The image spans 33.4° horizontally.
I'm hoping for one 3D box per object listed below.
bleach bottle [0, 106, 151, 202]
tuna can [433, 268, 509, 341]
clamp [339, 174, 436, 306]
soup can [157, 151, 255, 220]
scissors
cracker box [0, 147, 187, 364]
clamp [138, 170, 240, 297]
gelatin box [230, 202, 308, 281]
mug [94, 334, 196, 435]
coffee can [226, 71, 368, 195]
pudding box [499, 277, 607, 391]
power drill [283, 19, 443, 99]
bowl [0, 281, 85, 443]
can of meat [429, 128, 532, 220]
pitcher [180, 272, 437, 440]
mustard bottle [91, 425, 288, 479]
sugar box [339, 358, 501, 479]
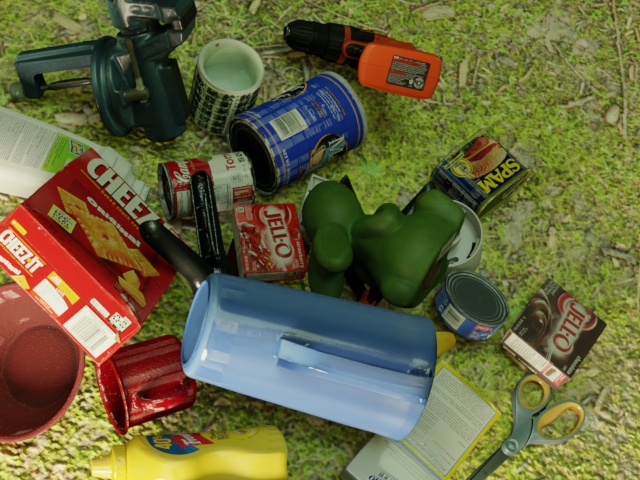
[{"bbox_3d":[-0.320,-0.085,1.218,0.250,0.068,0.102,20,60,-6],"label":"bleach bottle"},{"bbox_3d":[0.177,0.076,1.254,0.086,0.034,0.086,19,39,-17],"label":"tuna can"},{"bbox_3d":[0.078,-0.002,1.264,0.120,0.039,0.171,-5,70,20],"label":"clamp"},{"bbox_3d":[-0.133,-0.065,1.249,0.102,0.069,0.068,-10,65,-19],"label":"soup can"},{"bbox_3d":[0.211,0.215,1.214,0.201,0.016,0.096,-18,66,-23],"label":"scissors"},{"bbox_3d":[-0.230,0.007,1.091,0.164,0.072,0.213,47,19,-10],"label":"cracker box"},{"bbox_3d":[-0.122,0.039,1.149,0.210,0.036,0.164,69,23,-10],"label":"clamp"},{"bbox_3d":[-0.058,0.001,1.192,0.073,0.030,0.089,-3,62,-16],"label":"gelatin box"},{"bbox_3d":[-0.175,0.148,1.101,0.081,0.117,0.093,-15,105,-26],"label":"mug"},{"bbox_3d":[-0.028,-0.131,1.291,0.140,0.103,0.103,-31,73,-26],"label":"coffee can"},{"bbox_3d":[0.276,0.110,1.266,0.090,0.039,0.113,39,52,9],"label":"pudding box"},{"bbox_3d":[0.058,-0.232,1.334,0.184,0.057,0.188,7,18,-19],"label":"power drill"},{"bbox_3d":[-0.300,0.125,1.088,0.162,0.055,0.162,-4,77,16],"label":"bowl"},{"bbox_3d":[0.202,-0.083,1.351,0.102,0.057,0.084,-36,72,-28],"label":"can of meat"},{"bbox_3d":[-0.010,0.113,1.076,0.242,0.149,0.145,16,44,-16],"label":"pitcher"},{"bbox_3d":[-0.134,0.222,1.078,0.191,0.096,0.058,-2,95,-14],"label":"mustard bottle"},{"bbox_3d":[0.110,0.224,1.167,0.093,0.048,0.176,42,64,10],"label":"sugar box"}]
